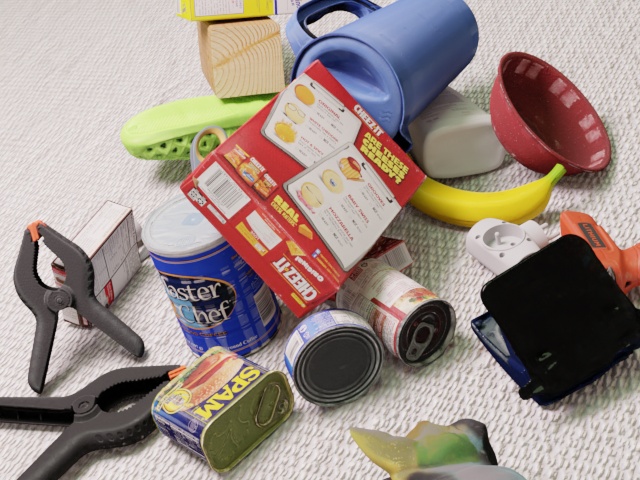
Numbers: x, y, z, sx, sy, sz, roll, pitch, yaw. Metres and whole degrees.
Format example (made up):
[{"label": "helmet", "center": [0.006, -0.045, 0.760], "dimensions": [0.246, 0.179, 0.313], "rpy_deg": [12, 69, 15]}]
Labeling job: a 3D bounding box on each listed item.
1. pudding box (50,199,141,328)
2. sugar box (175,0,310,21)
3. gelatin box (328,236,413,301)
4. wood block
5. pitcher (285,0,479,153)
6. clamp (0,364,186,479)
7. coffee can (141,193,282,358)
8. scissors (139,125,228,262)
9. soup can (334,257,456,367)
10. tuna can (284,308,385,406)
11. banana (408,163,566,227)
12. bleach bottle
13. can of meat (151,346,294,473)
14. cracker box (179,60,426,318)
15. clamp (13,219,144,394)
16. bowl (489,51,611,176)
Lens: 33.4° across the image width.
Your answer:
[{"label": "pudding box", "center": [-0.240, 0.025, 1.153], "dimensions": [0.039, 0.090, 0.113], "rpy_deg": [15, 45, 16]}, {"label": "sugar box", "center": [-0.096, -0.316, 1.397], "dimensions": [0.176, 0.048, 0.093], "rpy_deg": [-6, 18, -17]}, {"label": "gelatin box", "center": [0.036, 0.027, 1.073], "dimensions": [0.089, 0.030, 0.073], "rpy_deg": [-31, 19, -21]}, {"label": "wood block", "center": [-0.111, -0.257, 1.437], "dimensions": [0.090, 0.090, 0.206], "rpy_deg": [-7, 19, -9]}, {"label": "pitcher", "center": [0.074, -0.203, 1.169], "dimensions": [0.145, 0.149, 0.242], "rpy_deg": [8, 30, 29]}, {"label": "clamp", "center": [-0.224, 0.164, 1.004], "dimensions": [0.209, 0.036, 0.165], "rpy_deg": [-26, 36, -16]}, {"label": "coffee can", "center": [-0.104, 0.034, 1.043], "dimensions": [0.103, 0.140, 0.103], "rpy_deg": [-11, 35, 8]}, {"label": "scissors", "center": [-0.159, -0.065, 1.263], "dimensions": [0.201, 0.096, 0.016], "rpy_deg": [-34, 0, -26]}, {"label": "soup can", "center": [0.068, 0.065, 0.992], "dimensions": [0.068, 0.068, 0.102], "rpy_deg": [-32, 37, -20]}, {"label": "tuna can", "center": [0.012, 0.103, 0.947], "dimensions": [0.086, 0.086, 0.034], "rpy_deg": [-22, 33, -7]}, {"label": "banana", "center": [0.159, -0.045, 1.124], "dimensions": [0.198, 0.037, 0.069], "rpy_deg": [3, 56, 31]}, {"label": "bleach bottle", "center": [0.129, -0.156, 1.277], "dimensions": [0.102, 0.068, 0.251], "rpy_deg": [-11, 30, -10]}, {"label": "can of meat", "center": [-0.089, 0.148, 0.955], "dimensions": [0.102, 0.057, 0.084], "rpy_deg": [-39, 37, -29]}, {"label": "cracker box", "center": [-0.011, -0.053, 1.007], "dimensions": [0.072, 0.164, 0.213], "rpy_deg": [-38, 7, 40]}, {"label": "clamp", "center": [-0.265, 0.067, 1.066], "dimensions": [0.120, 0.171, 0.039], "rpy_deg": [-29, 4, -9]}, {"label": "bowl", "center": [0.236, -0.125, 1.148], "dimensions": [0.055, 0.162, 0.162], "rpy_deg": [-44, 17, 38]}]
